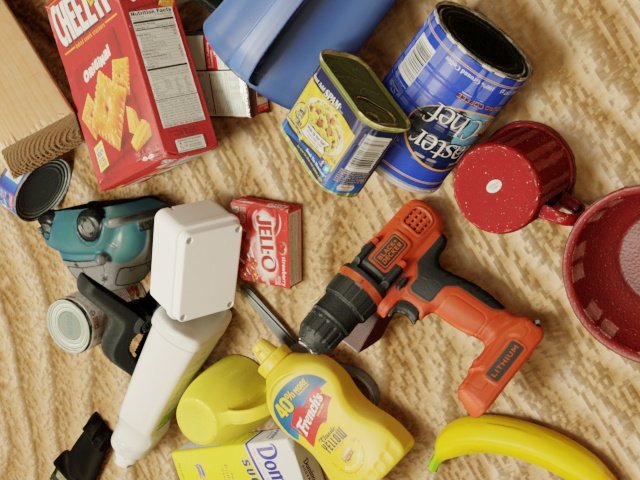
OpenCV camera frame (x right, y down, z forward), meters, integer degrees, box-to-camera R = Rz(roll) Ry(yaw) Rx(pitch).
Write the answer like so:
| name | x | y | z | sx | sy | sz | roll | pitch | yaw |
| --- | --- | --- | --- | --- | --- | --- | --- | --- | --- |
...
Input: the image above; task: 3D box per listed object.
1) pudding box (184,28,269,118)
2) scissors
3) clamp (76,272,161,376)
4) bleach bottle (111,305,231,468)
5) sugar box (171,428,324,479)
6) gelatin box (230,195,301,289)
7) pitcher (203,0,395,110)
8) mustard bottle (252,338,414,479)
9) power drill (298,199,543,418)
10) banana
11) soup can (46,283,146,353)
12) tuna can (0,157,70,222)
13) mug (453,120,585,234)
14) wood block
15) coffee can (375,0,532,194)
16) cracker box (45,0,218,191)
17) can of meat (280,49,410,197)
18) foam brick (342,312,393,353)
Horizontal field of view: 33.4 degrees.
| name | x | y | z | sx | sy | sz | roll | pitch | yaw |
| --- | --- | --- | --- | --- | --- | --- | --- | --- | --- |
| pudding box | -0.112 | -0.173 | 1.108 | 0.114 | 0.039 | 0.090 | 6 | 111 | 33 |
| scissors | -0.006 | 0.121 | 1.150 | 0.096 | 0.016 | 0.202 | -28 | 90 | 33 |
| clamp | -0.194 | 0.077 | 1.205 | 0.036 | 0.164 | 0.210 | 45 | 148 | 30 |
| bleach bottle | -0.188 | 0.174 | 1.226 | 0.068 | 0.102 | 0.251 | 35 | 120 | 10 |
| sugar box | -0.082 | 0.270 | 1.227 | 0.177 | 0.048 | 0.093 | -14 | 97 | 35 |
| gelatin box | -0.057 | 0.001 | 1.135 | 0.073 | 0.030 | 0.089 | 10 | 111 | 29 |
| pitcher | 0.011 | -0.237 | 0.939 | 0.243 | 0.144 | 0.149 | -49 | 44 | 25 |
| mustard bottle | 0.001 | 0.175 | 1.117 | 0.192 | 0.058 | 0.096 | 45 | 119 | 11 |
| power drill | 0.097 | 0.078 | 0.995 | 0.188 | 0.057 | 0.184 | 40 | 77 | 8 |
| banana | 0.193 | 0.205 | 1.044 | 0.198 | 0.037 | 0.069 | 3 | 124 | 32 |
| soup can | -0.259 | 0.084 | 1.243 | 0.069 | 0.102 | 0.068 | 10 | 111 | 29 |
| tuna can | -0.336 | -0.067 | 1.253 | 0.034 | 0.086 | 0.086 | 33 | 120 | 21 |
| mug | 0.178 | -0.047 | 0.942 | 0.117 | 0.081 | 0.093 | 36 | 120 | 18 |
| wood block | -0.359 | -0.187 | 1.194 | 0.206 | 0.090 | 0.090 | 57 | 165 | 12 |
| coffee can | 0.104 | -0.126 | 0.950 | 0.103 | 0.102 | 0.140 | 45 | 123 | 12 |
| cracker box | -0.201 | -0.172 | 1.105 | 0.164 | 0.071 | 0.214 | -15 | 92 | 54 |
| can of meat | 0.018 | -0.100 | 0.924 | 0.084 | 0.057 | 0.102 | -55 | 51 | 32 |
| foam brick | 0.045 | 0.065 | 1.078 | 0.053 | 0.051 | 0.078 | 37 | 121 | 17 |
